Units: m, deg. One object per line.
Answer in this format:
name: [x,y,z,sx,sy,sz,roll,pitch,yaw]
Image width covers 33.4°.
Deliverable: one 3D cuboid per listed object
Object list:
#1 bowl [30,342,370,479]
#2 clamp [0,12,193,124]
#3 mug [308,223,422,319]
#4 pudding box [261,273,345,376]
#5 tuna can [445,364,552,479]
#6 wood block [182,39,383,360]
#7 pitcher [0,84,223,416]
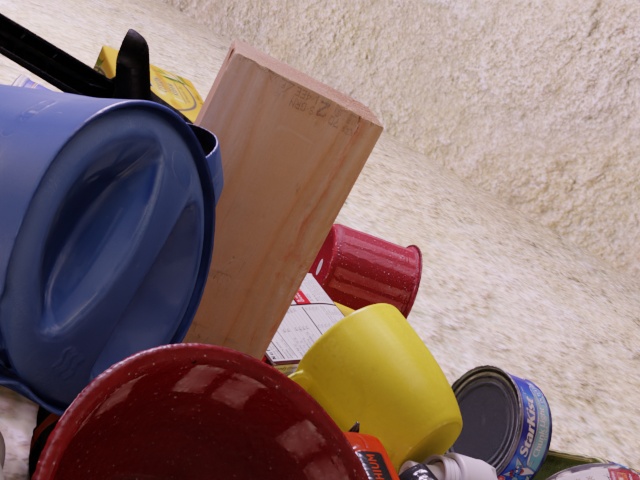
bowl: [-0.046,0.121,0.382,0.161,0.055,0.162,25,50,-35]
clamp: [-0.145,-0.104,0.800,0.165,0.036,0.209,14,-19,38]
mug: [0.030,0.037,0.964,0.081,0.093,0.117,20,-17,-14]
pudding box: [-0.028,0.064,0.749,0.113,0.039,0.090,0,42,-48]
tuna can: [0.119,0.132,0.739,0.033,0.086,0.086,23,13,-30]
wood block: [-0.055,0.000,0.608,0.090,0.206,0.091,26,12,-10]
pitcher: [-0.173,-0.020,0.495,0.243,0.145,0.149,14,-8,27]
